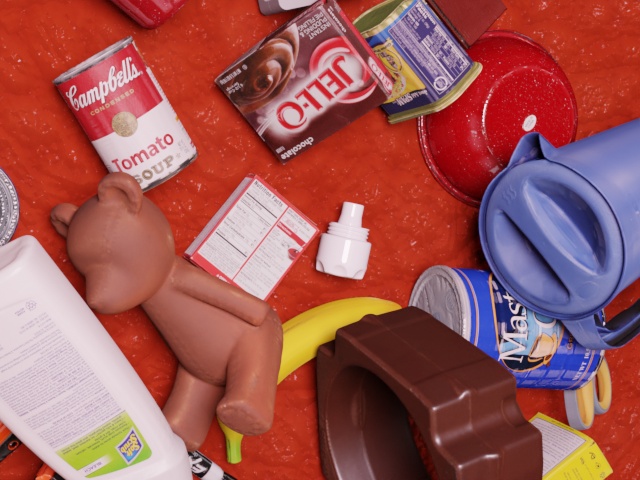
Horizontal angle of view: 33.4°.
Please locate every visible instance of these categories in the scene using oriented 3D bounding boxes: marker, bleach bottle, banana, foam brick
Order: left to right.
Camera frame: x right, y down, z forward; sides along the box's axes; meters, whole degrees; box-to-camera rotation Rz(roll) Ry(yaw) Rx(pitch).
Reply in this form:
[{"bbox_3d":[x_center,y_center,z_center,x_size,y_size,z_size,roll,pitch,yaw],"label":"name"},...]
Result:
[{"bbox_3d":[-0.174,0.123,0.758,0.102,0.068,0.250,-29,113,3],"label":"bleach bottle"},{"bbox_3d":[-0.108,0.178,0.875,0.121,0.020,0.020,41,81,-20],"label":"marker"},{"bbox_3d":[-0.019,0.098,0.895,0.197,0.037,0.069,-39,126,-12],"label":"banana"},{"bbox_3d":[0.106,-0.205,0.898,0.051,0.053,0.078,-47,111,-10],"label":"foam brick"}]

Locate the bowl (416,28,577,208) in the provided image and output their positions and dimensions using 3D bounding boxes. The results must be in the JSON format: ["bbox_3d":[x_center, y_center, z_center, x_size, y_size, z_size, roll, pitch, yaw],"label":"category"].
[{"bbox_3d":[0.168,-0.105,0.932,0.161,0.055,0.162,-3,97,-21],"label":"bowl"}]

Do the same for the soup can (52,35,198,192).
[{"bbox_3d":[-0.146,-0.093,0.805,0.068,0.069,0.102,-34,107,-15],"label":"soup can"}]

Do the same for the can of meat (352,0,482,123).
[{"bbox_3d":[0.067,-0.148,0.863,0.084,0.102,0.057,48,69,-16],"label":"can of meat"}]

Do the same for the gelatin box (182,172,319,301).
[{"bbox_3d":[-0.056,0.001,0.871,0.073,0.030,0.089,40,81,-19],"label":"gelatin box"}]

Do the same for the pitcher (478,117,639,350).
[{"bbox_3d":[0.258,-0.025,0.905,0.242,0.145,0.149,-24,142,-40],"label":"pitcher"}]

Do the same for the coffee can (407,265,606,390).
[{"bbox_3d":[0.159,0.077,0.923,0.140,0.103,0.103,5,94,-22],"label":"coffee can"}]

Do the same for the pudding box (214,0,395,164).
[{"bbox_3d":[-0.011,-0.125,0.837,0.114,0.039,0.090,-29,110,30],"label":"pudding box"}]

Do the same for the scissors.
[{"bbox_3d":[0.249,0.078,1.000,0.096,0.016,0.202,23,66,-51],"label":"scissors"}]
